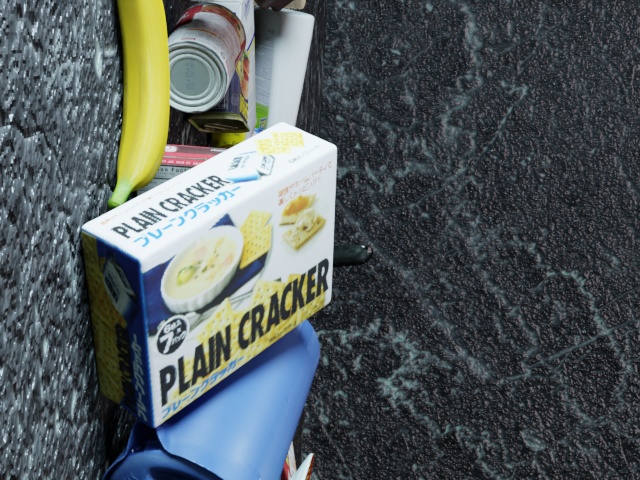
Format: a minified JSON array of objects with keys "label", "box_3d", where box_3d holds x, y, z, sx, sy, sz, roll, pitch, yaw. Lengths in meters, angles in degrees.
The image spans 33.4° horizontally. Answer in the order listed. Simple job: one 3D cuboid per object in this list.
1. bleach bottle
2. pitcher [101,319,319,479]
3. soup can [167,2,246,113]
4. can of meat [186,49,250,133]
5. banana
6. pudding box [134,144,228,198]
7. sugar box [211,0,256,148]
[{"label":"bleach bottle","box_3d":[-0.068,-0.203,1.527,0.103,0.068,0.251,34,-61,58]},{"label":"pitcher","box_3d":[-0.078,0.165,0.925,0.149,0.145,0.242,-63,180,36]},{"label":"soup can","box_3d":[-0.108,-0.164,0.958,0.102,0.068,0.068,-79,172,-58]},{"label":"can of meat","box_3d":[-0.104,-0.161,1.115,0.102,0.057,0.084,43,48,-86]},{"label":"banana","box_3d":[-0.135,-0.123,0.807,0.069,0.037,0.198,-77,170,-76]},{"label":"pudding box","box_3d":[-0.110,-0.025,0.906,0.039,0.090,0.113,-77,171,-57]},{"label":"sugar box","box_3d":[-0.101,-0.200,1.220,0.093,0.048,0.176,-79,168,-62]}]
